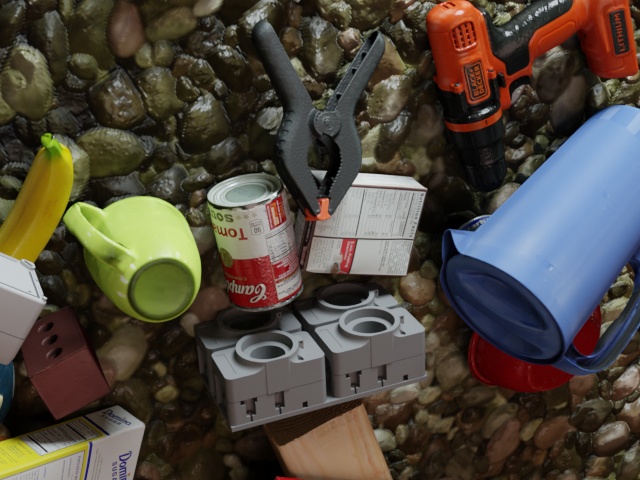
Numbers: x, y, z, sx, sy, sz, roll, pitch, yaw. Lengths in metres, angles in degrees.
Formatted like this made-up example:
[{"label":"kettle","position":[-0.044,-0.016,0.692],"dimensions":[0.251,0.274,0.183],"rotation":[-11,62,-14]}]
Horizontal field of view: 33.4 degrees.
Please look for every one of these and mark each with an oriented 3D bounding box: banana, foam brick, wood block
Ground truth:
[{"label":"banana","position":[-0.244,-0.006,0.847],"dimensions":[0.198,0.037,0.069],"rotation":[-58,159,18]},{"label":"foam brick","position":[-0.216,0.102,0.896],"dimensions":[0.053,0.078,0.051],"rotation":[-28,122,-10]},{"label":"wood block","position":[0.016,0.232,1.048],"dimensions":[0.090,0.091,0.206],"rotation":[-26,121,-10]}]

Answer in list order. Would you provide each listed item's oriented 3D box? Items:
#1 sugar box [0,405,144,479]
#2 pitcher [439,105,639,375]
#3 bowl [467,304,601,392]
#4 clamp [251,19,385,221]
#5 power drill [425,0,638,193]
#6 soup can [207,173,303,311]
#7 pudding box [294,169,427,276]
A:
[{"label":"sugar box","position":[-0.235,0.208,0.912],"dimensions":[0.175,0.048,0.093],"rotation":[-12,123,-54]},{"label":"pitcher","position":[0.239,-0.005,0.982],"dimensions":[0.242,0.145,0.149],"rotation":[-45,134,-22]},{"label":"bowl","position":[0.230,0.100,1.081],"dimensions":[0.161,0.055,0.162],"rotation":[-19,132,-23]},{"label":"clamp","position":[0.007,-0.104,0.903],"dimensions":[0.120,0.039,0.171],"rotation":[-8,97,-18]},{"label":"power drill","position":[0.195,-0.152,0.973],"dimensions":[0.187,0.057,0.184],"rotation":[-25,120,-12]},{"label":"soup can","position":[-0.056,0.001,0.926],"dimensions":[0.068,0.069,0.102],"rotation":[-18,118,-16]},{"label":"pudding box","position":[0.035,-0.015,0.977],"dimensions":[0.113,0.039,0.090],"rotation":[2,111,-27]}]
